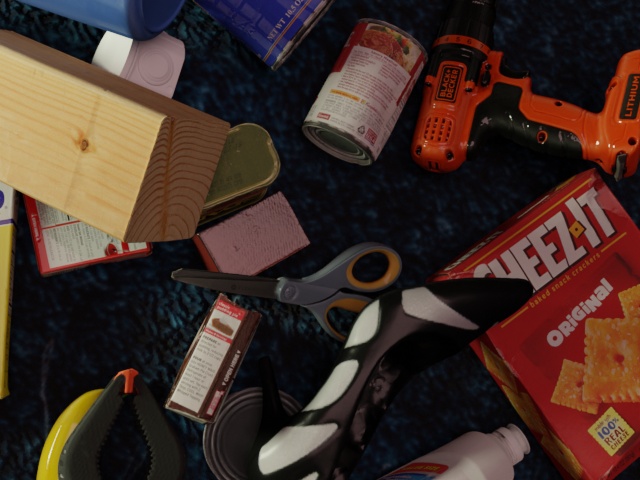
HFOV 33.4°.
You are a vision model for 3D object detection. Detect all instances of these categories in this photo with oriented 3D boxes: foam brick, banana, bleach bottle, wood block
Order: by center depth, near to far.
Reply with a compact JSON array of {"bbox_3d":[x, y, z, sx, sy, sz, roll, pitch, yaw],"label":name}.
[{"bbox_3d":[-0.183,-0.079,0.760,0.206,0.090,0.091,25,103,22],"label":"wood block"},{"bbox_3d":[-0.183,0.199,0.810,0.069,0.037,0.198,8,82,-9],"label":"banana"},{"bbox_3d":[0.055,0.218,0.836,0.250,0.103,0.068,-28,95,-19],"label":"bleach bottle"},{"bbox_3d":[-0.056,0.001,0.852,0.078,0.053,0.051,-29,90,-14],"label":"foam brick"}]

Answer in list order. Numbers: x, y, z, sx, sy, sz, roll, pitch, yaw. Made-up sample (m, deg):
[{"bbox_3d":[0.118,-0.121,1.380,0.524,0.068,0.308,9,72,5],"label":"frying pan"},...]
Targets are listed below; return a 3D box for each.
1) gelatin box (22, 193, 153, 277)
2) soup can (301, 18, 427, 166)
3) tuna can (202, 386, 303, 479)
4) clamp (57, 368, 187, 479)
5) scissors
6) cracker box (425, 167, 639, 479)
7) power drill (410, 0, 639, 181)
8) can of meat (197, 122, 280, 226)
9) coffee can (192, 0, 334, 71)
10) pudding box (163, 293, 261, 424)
[{"bbox_3d":[-0.183,-0.016,0.840,0.089,0.030,0.073,-12,85,-13],"label":"gelatin box"},{"bbox_3d":[0.036,-0.121,0.878,0.068,0.068,0.102,29,79,-7],"label":"soup can"},{"bbox_3d":[-0.050,0.159,0.844,0.086,0.034,0.086,1,83,-12],"label":"tuna can"},{"bbox_3d":[-0.137,0.203,0.790,0.164,0.036,0.210,11,78,-17],"label":"clamp"},{"bbox_3d":[-0.012,0.024,0.833,0.201,0.016,0.096,27,92,-33],"label":"scissors"},{"bbox_3d":[0.218,0.072,0.891,0.164,0.072,0.214,-35,90,-14],"label":"cracker box"},{"bbox_3d":[0.180,-0.132,0.884,0.188,0.057,0.184,10,74,17],"label":"power drill"},{"bbox_3d":[-0.086,-0.049,0.836,0.102,0.084,0.057,-23,89,-14],"label":"can of meat"},{"bbox_3d":[-0.058,-0.220,0.852,0.140,0.103,0.102,40,77,-5],"label":"coffee can"},{"bbox_3d":[-0.083,0.092,0.805,0.039,0.114,0.090,25,78,-7],"label":"pudding box"}]
